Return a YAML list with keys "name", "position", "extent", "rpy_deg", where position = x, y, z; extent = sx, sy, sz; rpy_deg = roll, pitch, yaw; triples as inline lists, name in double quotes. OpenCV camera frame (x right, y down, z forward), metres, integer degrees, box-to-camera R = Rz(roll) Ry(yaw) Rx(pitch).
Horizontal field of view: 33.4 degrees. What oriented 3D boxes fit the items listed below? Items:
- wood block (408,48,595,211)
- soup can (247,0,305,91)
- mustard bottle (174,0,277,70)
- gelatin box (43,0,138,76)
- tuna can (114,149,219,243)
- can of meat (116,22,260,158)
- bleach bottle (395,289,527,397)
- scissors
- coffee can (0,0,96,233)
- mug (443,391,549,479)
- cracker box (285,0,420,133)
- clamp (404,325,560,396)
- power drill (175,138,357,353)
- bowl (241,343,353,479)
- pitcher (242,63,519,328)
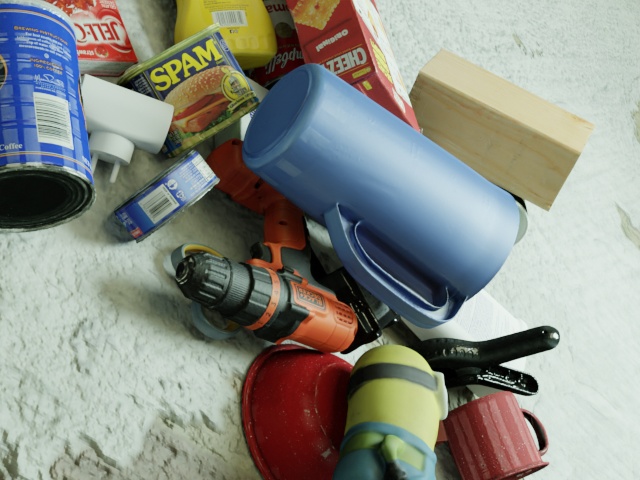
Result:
- name: "wood block"
  position: [0.205, -0.133, 1.265]
  extent: [0.206, 0.090, 0.090]
  rpy_deg: [29, 35, 9]
- name: "soup can"
  position: [-0.047, -0.198, 1.096]
  extent: [0.068, 0.069, 0.102]
  rpy_deg: [3, 64, -51]
- name: "mustard bottle"
  position: [-0.105, -0.262, 1.040]
  extent: [0.096, 0.058, 0.191]
  rpy_deg: [-8, 80, -20]
- name: "gelatin box"
  position: [-0.206, -0.181, 0.917]
  extent: [0.089, 0.030, 0.073]
  rpy_deg: [-9, 74, -53]
- name: "tuna can"
  position: [-0.126, -0.037, 0.870]
  extent: [0.033, 0.086, 0.086]
  rpy_deg: [53, 36, -9]
- name: "can of meat"
  position: [-0.115, -0.131, 0.950]
  extent: [0.102, 0.058, 0.084]
  rpy_deg: [-34, 99, -21]
- name: "bleach bottle"
  position: [0.121, 0.058, 1.118]
  extent: [0.250, 0.068, 0.102]
  rpy_deg: [44, 41, -27]
- name: "scissors"
  position: [-0.053, 0.064, 0.947]
  extent: [0.201, 0.016, 0.096]
  rpy_deg: [31, 40, -39]
- name: "coffee can"
  position: [-0.221, -0.090, 0.772]
  extent: [0.102, 0.103, 0.140]
  rpy_deg: [13, 57, -46]
- name: "mug"
  position: [0.181, 0.202, 1.080]
  extent: [0.117, 0.093, 0.081]
  rpy_deg: [-9, 67, -29]
- name: "cracker box"
  position: [0.021, -0.211, 1.076]
  extent: [0.164, 0.072, 0.214]
  rpy_deg: [39, 32, -64]
- name: "clamp"
  position: [0.153, 0.129, 1.077]
  extent: [0.120, 0.171, 0.039]
  rpy_deg: [78, 10, -49]
- name: "power drill"
  position: [-0.056, 0.001, 0.932]
  extent: [0.184, 0.057, 0.187]
  rpy_deg: [26, 39, -39]
- name: "bowl"
  position: [0.008, 0.158, 0.930]
  extent: [0.161, 0.055, 0.162]
  rpy_deg: [30, 46, -37]
- name: "pitcher"
  position: [0.050, -0.041, 0.949]
  extent: [0.242, 0.145, 0.149]
  rpy_deg: [34, 6, -26]
